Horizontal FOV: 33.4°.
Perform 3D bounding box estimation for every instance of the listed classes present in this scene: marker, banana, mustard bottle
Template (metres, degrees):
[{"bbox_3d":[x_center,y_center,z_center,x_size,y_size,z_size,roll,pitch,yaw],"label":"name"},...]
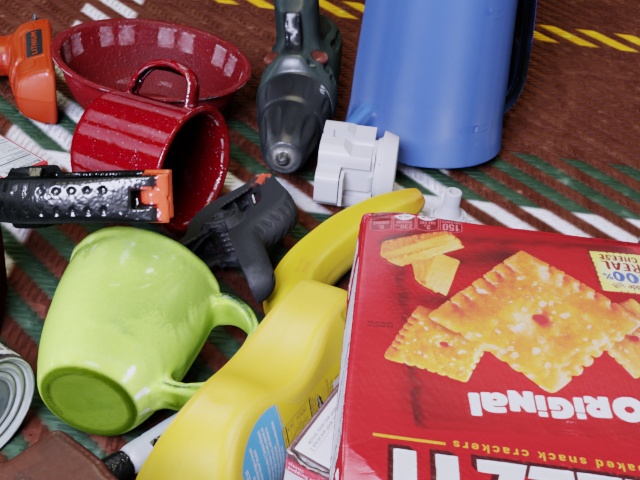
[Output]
[{"bbox_3d":[-0.082,0.107,0.591,0.020,0.020,0.120,33,43,31],"label":"marker"},{"bbox_3d":[0.010,0.015,0.712,0.070,0.037,0.197,0,26,25],"label":"banana"},{"bbox_3d":[-0.039,0.106,0.534,0.058,0.096,0.191,18,37,21],"label":"mustard bottle"}]

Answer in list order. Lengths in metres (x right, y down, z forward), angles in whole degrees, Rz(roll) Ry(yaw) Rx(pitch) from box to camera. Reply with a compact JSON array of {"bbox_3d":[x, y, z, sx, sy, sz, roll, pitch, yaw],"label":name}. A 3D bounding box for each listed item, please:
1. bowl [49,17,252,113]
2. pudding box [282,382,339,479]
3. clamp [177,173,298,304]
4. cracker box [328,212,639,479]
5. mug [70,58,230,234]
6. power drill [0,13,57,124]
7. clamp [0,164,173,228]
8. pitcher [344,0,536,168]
[{"bbox_3d":[-0.139,-0.127,0.871,0.162,0.055,0.162,8,31,-5],"label":"bowl"},{"bbox_3d":[0.019,0.109,0.544,0.039,0.090,0.113,21,38,17],"label":"pudding box"},{"bbox_3d":[-0.055,0.001,0.705,0.120,0.039,0.171,2,31,29],"label":"clamp"},{"bbox_3d":[0.088,0.078,0.459,0.164,0.072,0.213,7,36,1],"label":"cracker box"},{"bbox_3d":[-0.120,-0.071,0.758,0.082,0.117,0.093,18,12,23],"label":"mug"},{"bbox_3d":[-0.306,-0.127,0.849,0.187,0.057,0.184,-2,39,-14],"label":"power drill"},{"bbox_3d":[-0.178,-0.025,0.625,0.210,0.036,0.164,3,9,38],"label":"clamp"},{"bbox_3d":[0.104,-0.191,0.848,0.145,0.243,0.149,10,29,7],"label":"pitcher"}]
